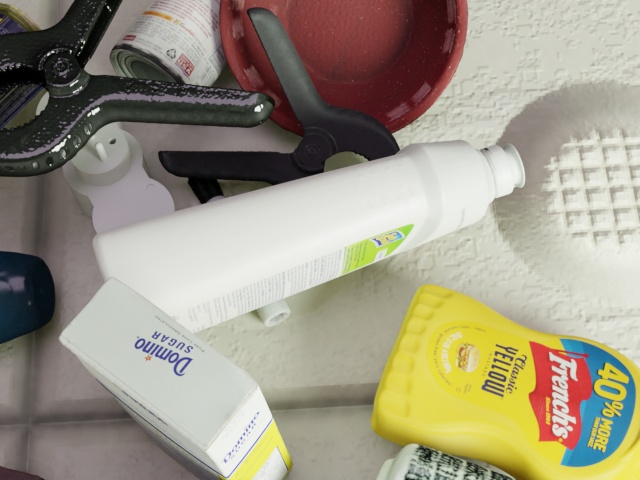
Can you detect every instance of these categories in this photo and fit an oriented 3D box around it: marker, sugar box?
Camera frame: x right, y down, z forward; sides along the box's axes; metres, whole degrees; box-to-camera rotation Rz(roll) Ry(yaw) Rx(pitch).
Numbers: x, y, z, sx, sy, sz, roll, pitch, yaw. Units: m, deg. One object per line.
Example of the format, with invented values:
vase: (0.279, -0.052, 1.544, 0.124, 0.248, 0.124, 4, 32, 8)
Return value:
marker: (-0.055, 0.001, 0.688, 0.020, 0.020, 0.121, -26, 67, -10)
sugar box: (-0.068, 0.088, 0.562, 0.093, 0.176, 0.048, 34, 71, 16)

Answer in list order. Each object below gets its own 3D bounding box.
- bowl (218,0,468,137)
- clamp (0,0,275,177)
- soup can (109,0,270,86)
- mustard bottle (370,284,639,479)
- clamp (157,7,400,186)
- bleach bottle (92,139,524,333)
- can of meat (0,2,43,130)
bowl: (0.017, -0.147, 0.711, 0.162, 0.055, 0.162, 1, 102, 6)
clamp: (-0.153, -0.107, 0.648, 0.210, 0.036, 0.164, -22, 71, -7)
soup can: (-0.088, -0.145, 0.731, 0.068, 0.068, 0.102, 27, 70, 14)
mustard bottle: (0.132, 0.097, 0.615, 0.192, 0.058, 0.096, 19, 56, 10)
clamp: (-0.005, -0.068, 0.683, 0.171, 0.039, 0.120, 24, 100, -4)
bleach bottle: (-0.002, -0.005, 0.630, 0.250, 0.102, 0.068, -18, 77, -8)
can of meat: (-0.228, -0.110, 0.709, 0.084, 0.057, 0.102, -48, 37, -14)
